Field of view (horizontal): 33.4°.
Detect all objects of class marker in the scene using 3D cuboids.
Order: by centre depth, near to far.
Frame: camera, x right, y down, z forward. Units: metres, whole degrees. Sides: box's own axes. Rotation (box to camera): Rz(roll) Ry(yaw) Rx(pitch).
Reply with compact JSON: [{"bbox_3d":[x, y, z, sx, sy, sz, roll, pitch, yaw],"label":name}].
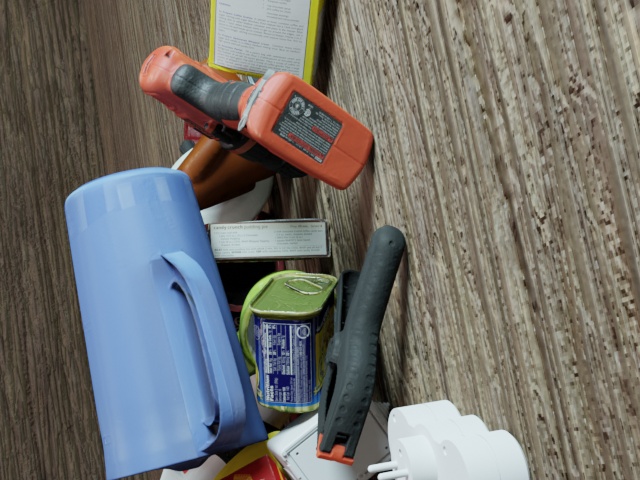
[{"bbox_3d":[-0.124,-0.067,1.162,0.121,0.020,0.020,57,152,32],"label":"marker"}]

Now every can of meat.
[{"bbox_3d":[-0.019,0.080,0.856,0.102,0.057,0.084,-53,-37,-71],"label":"can of meat"}]

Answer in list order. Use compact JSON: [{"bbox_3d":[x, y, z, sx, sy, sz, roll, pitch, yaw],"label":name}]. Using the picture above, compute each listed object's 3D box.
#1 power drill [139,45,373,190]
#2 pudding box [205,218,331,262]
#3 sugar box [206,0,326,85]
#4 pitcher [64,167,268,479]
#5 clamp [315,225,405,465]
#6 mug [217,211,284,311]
[{"bbox_3d":[-0.040,-0.090,0.866,0.188,0.184,0.057,20,83,56],"label":"power drill"},{"bbox_3d":[-0.056,0.001,0.975,0.090,0.113,0.039,178,89,-74],"label":"pudding box"},{"bbox_3d":[-0.040,-0.215,0.859,0.048,0.093,0.176,-73,-7,-51],"label":"sugar box"},{"bbox_3d":[-0.128,0.066,0.870,0.145,0.149,0.243,15,-121,-73],"label":"pitcher"},{"bbox_3d":[0.023,0.080,0.797,0.120,0.039,0.171,114,172,-77],"label":"clamp"},{"bbox_3d":[-0.086,0.022,1.155,0.081,0.093,0.117,148,145,-78],"label":"mug"}]
